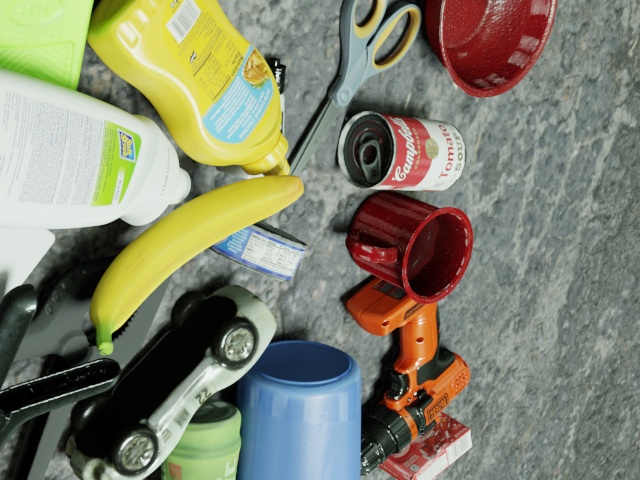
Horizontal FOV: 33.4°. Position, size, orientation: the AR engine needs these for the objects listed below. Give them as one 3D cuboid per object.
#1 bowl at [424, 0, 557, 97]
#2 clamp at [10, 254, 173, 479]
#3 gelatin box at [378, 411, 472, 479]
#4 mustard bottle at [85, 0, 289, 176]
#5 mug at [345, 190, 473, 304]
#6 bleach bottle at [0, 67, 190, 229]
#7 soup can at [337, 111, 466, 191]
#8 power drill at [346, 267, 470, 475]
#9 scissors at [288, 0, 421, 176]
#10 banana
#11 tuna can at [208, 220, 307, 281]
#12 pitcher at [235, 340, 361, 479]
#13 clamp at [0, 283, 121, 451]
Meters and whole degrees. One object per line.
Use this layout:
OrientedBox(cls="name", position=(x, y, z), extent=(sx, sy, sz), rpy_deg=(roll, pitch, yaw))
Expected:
OrientedBox(cls="bowl", position=(0.146, -0.215, 0.971), extent=(0.161, 0.055, 0.162), rpy_deg=(-20, 122, -36))
OrientedBox(cls="clamp", position=(-0.191, 0.088, 0.804), extent=(0.209, 0.036, 0.164), rpy_deg=(-37, 130, -25))
OrientedBox(cls="gelatin box", position=(0.103, 0.214, 1.120), extent=(0.089, 0.073, 0.030), rpy_deg=(-32, 130, -29))
OrientedBox(cls="mustard bottle", position=(-0.080, -0.112, 0.776), extent=(0.191, 0.058, 0.096), rpy_deg=(50, 53, -34))
OrientedBox(cls="mug", position=(0.072, 0.004, 0.984), extent=(0.117, 0.082, 0.093), rpy_deg=(-9, 114, -41))
OrientedBox(cls="bleach bottle", position=(-0.169, -0.046, 0.691), extent=(0.250, 0.068, 0.102), rpy_deg=(13, 90, -62))
OrientedBox(cls="soup can", position=(0.075, -0.078, 0.959), extent=(0.102, 0.069, 0.068), rpy_deg=(0, 109, -44))
OrientedBox(cls="power drill", position=(0.075, 0.124, 1.061), extent=(0.184, 0.057, 0.187), rpy_deg=(-38, 134, -33))
OrientedBox(cls="scissors", position=(0.014, -0.143, 0.908), extent=(0.201, 0.016, 0.096), rpy_deg=(-48, 133, -16))
OrientedBox(cls="banana", position=(-0.100, 0.008, 0.783), extent=(0.197, 0.070, 0.037), rpy_deg=(-42, 145, -20))
OrientedBox(cls="tuna can", position=(-0.056, 0.001, 0.858), extent=(0.086, 0.086, 0.034), rpy_deg=(21, 95, -47))
OrientedBox(cls="pitcher", position=(-0.021, 0.216, 0.976), extent=(0.144, 0.149, 0.243), rpy_deg=(-6, 111, -26))
OrientedBox(cls="clamp", position=(-0.221, 0.115, 0.735), extent=(0.171, 0.039, 0.120), rpy_deg=(-44, 132, 3))
